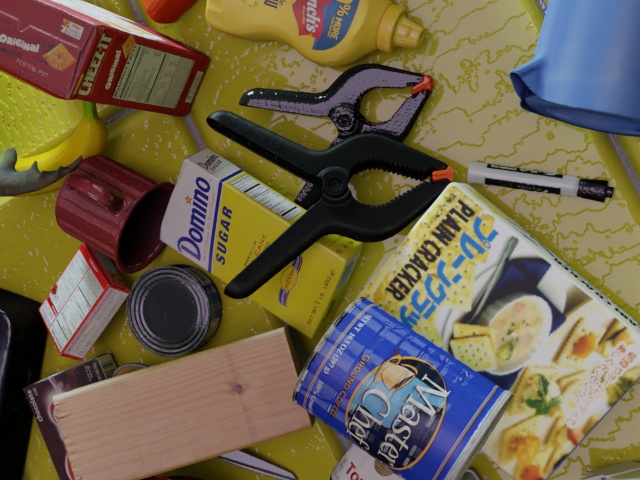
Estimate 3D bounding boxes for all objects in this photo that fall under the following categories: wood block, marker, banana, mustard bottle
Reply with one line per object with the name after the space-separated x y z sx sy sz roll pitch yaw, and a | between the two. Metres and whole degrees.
-0.116 0.148 0.941 0.206 0.090 0.091 -16 86 1 | wood block
0.185 -0.049 0.898 0.121 0.020 0.020 10 96 18 | marker
-0.272 -0.078 1.033 0.198 0.037 0.069 -22 103 26 | banana
0.000 -0.204 0.932 0.192 0.058 0.096 21 94 16 | mustard bottle

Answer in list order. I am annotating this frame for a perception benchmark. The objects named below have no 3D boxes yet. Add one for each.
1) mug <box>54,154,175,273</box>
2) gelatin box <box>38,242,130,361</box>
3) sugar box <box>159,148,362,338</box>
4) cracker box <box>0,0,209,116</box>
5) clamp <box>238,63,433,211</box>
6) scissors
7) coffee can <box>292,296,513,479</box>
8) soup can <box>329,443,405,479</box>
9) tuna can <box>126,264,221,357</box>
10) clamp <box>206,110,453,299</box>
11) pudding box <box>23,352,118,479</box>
-0.193 -0.031 0.978 0.082 0.117 0.093 27 84 20 | mug
-0.226 0.059 1.019 0.089 0.030 0.073 -54 45 13 | gelatin box
-0.056 0.001 0.956 0.176 0.048 0.093 30 121 13 | sugar box
-0.217 -0.170 0.923 0.164 0.213 0.072 25 100 15 | cracker box
0.022 -0.095 0.941 0.172 0.039 0.120 -14 105 17 | clamp
-0.117 0.168 0.994 0.202 0.016 0.096 5 87 1 | scissors
0.064 0.124 0.836 0.140 0.102 0.103 33 102 15 | coffee can
0.062 0.185 0.926 0.068 0.068 0.102 38 104 13 | soup can
-0.137 0.065 1.003 0.086 0.033 0.086 1 93 18 | tuna can
0.005 -0.050 0.901 0.210 0.036 0.164 -13 76 -4 | clamp
-0.225 0.176 1.035 0.090 0.039 0.113 -23 86 17 | pudding box
